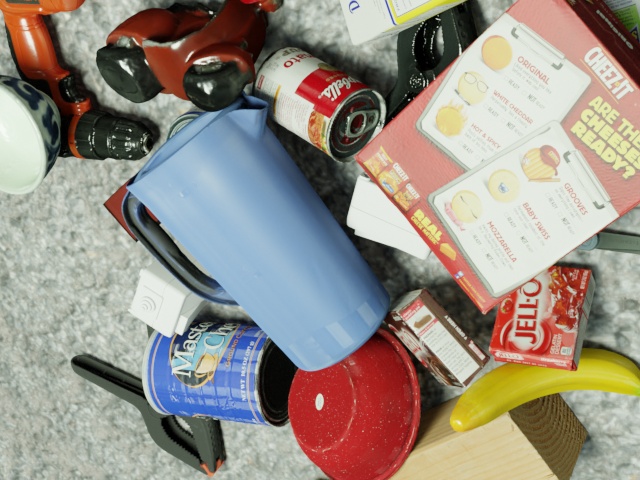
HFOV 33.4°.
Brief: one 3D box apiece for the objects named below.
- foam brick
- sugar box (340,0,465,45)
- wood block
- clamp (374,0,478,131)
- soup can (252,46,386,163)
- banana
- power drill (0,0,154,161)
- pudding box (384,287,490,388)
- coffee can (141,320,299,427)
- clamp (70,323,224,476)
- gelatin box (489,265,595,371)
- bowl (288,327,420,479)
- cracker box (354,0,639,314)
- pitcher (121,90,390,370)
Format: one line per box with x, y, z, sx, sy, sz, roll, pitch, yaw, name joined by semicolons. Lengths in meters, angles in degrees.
-0.167;-0.045;1.066;0.053;0.078;0.051;49;127;-6;foam brick
0.072;-0.217;0.811;0.176;0.048;0.093;-8;99;63;sugar box
0.138;0.210;1.026;0.206;0.090;0.091;-33;98;37;wood block
0.097;-0.124;0.887;0.120;0.039;0.172;37;131;27;clamp
-0.002;-0.119;0.922;0.102;0.068;0.068;35;130;36;soup can
0.199;0.125;0.928;0.197;0.070;0.037;-6;119;-11;banana
-0.254;-0.170;1.058;0.185;0.057;0.188;10;119;25;power drill
0.102;0.089;0.972;0.090;0.039;0.113;47;171;1;pudding box
-0.099;0.136;1.109;0.140;0.102;0.103;2;116;28;coffee can
-0.188;0.184;1.226;0.165;0.036;0.210;-24;103;35;clamp
0.191;0.065;0.920;0.073;0.089;0.030;6;153;27;gelatin box
0.019;0.159;1.033;0.162;0.055;0.162;-13;72;44;bowl
0.154;-0.070;0.796;0.164;0.072;0.214;51;128;4;cracker box
-0.056;0.001;0.958;0.242;0.145;0.149;51;165;-13;pitcher
